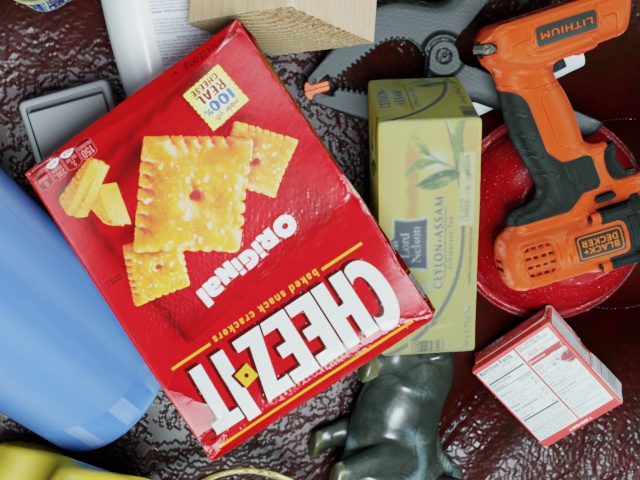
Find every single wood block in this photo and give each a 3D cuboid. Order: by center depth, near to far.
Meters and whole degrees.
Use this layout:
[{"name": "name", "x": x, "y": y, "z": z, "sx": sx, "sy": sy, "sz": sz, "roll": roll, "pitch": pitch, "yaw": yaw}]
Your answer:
[{"name": "wood block", "x": -0.018, "y": -0.234, "z": 0.689, "sx": 0.090, "sy": 0.090, "sz": 0.206, "roll": 8, "pitch": 85, "yaw": -51}]

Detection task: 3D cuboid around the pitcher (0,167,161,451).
[{"name": "pitcher", "x": -0.215, "y": 0.031, "z": 0.672, "sx": 0.145, "sy": 0.149, "sz": 0.242, "roll": -38, "pitch": 128, "yaw": 5}]

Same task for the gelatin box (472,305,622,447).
[{"name": "gelatin box", "x": 0.170, "y": 0.102, "z": 0.803, "sx": 0.073, "sy": 0.030, "sz": 0.089, "roll": -39, "pitch": 101, "yaw": 27}]

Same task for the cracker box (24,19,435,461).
[{"name": "cracker box", "x": -0.054, "y": 0.001, "z": 0.657, "sx": 0.164, "sy": 0.072, "sz": 0.214, "roll": -34, "pitch": 86, "yaw": 6}]

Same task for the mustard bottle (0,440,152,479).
[{"name": "mustard bottle", "x": -0.138, "y": 0.175, "z": 0.681, "sx": 0.096, "sy": 0.192, "sz": 0.058, "roll": 43, "pitch": 63, "yaw": -31}]

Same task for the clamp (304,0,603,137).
[{"name": "clamp", "x": 0.094, "y": -0.124, "z": 0.760, "sx": 0.210, "sy": 0.036, "sz": 0.164, "roll": -21, "pitch": 97, "yaw": 2}]

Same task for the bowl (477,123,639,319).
[{"name": "bowl", "x": 0.180, "y": -0.016, "z": 0.793, "sx": 0.162, "sy": 0.055, "sz": 0.162, "roll": -1, "pitch": 96, "yaw": -9}]

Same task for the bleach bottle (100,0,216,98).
[{"name": "bleach bottle", "x": -0.099, "y": -0.123, "z": 0.729, "sx": 0.102, "sy": 0.068, "sz": 0.251, "roll": -11, "pitch": 100, "yaw": -27}]

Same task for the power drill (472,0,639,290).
[{"name": "power drill", "x": 0.192, "y": -0.072, "z": 0.726, "sx": 0.184, "sy": 0.057, "sz": 0.187, "roll": -17, "pitch": 99, "yaw": -4}]
